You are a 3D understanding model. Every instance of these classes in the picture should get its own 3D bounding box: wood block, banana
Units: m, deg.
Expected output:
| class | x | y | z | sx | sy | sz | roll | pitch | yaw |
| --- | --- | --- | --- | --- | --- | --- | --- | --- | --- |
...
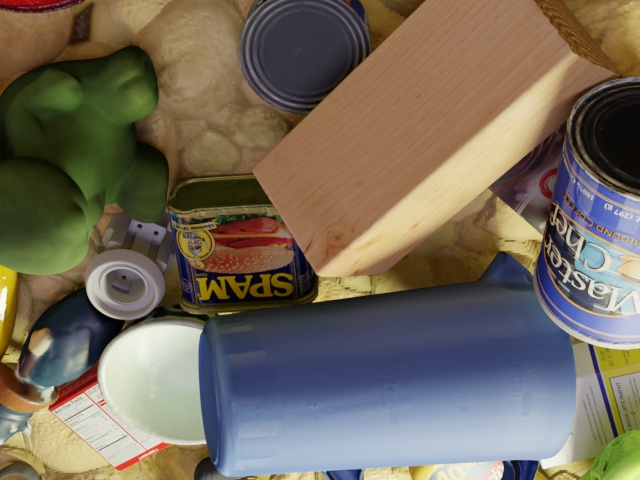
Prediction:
| class | x | y | z | sx | sy | sz | roll | pitch | yaw |
| --- | --- | --- | --- | --- | --- | --- | --- | --- | --- |
| wood block | 0.069 | -0.073 | 0.669 | 0.206 | 0.090 | 0.091 | -42 | 69 | 25 |
| banana | -0.262 | 0.044 | 0.815 | 0.070 | 0.037 | 0.198 | 22 | 123 | 24 |

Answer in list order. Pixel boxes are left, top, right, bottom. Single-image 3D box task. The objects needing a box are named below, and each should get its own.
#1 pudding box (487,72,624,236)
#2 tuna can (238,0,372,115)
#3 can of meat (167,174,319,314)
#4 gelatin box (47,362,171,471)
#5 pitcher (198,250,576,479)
| class | x | y | z | sx | sy | sz | roll | pitch | yaw |
| --- | --- | --- | --- | --- | --- | --- | --- | --- | --- |
| pudding box | 0.163 | -0.067 | 0.716 | 0.090 | 0.039 | 0.114 | 38 | 117 | -21 |
| tuna can | -0.009 | -0.126 | 0.691 | 0.086 | 0.033 | 0.086 | 1 | 123 | 2 |
| can of meat | -0.055 | 0.001 | 0.762 | 0.102 | 0.057 | 0.084 | -3 | 120 | 4 |
| gelatin box | -0.164 | 0.140 | 0.872 | 0.073 | 0.030 | 0.089 | -31 | 116 | 22 |
| pitcher | 0.043 | 0.107 | 0.738 | 0.242 | 0.149 | 0.145 | -4 | 139 | -13 |
